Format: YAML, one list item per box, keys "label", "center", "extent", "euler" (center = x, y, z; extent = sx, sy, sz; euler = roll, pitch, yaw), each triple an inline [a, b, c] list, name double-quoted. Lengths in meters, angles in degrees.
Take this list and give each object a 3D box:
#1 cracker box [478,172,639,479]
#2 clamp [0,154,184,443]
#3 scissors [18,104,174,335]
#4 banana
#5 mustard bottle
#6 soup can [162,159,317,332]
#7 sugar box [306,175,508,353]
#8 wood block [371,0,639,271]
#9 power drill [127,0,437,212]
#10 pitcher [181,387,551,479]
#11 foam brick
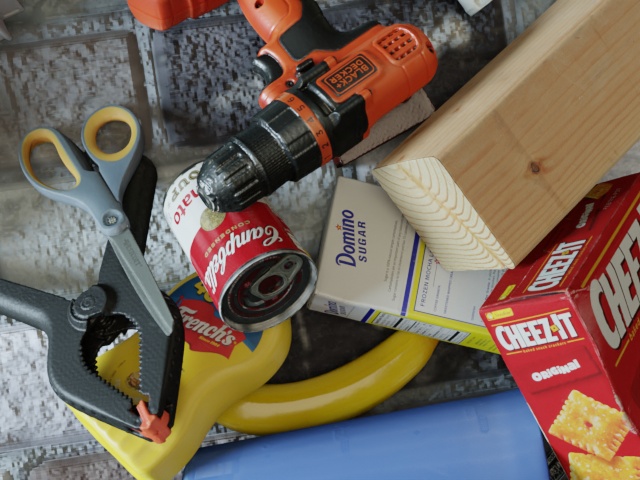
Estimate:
- label: "cracker box"
  center: [0.206, 0.086, 0.700]
  extent: [0.072, 0.164, 0.213]
  euler: [-17, 108, 39]
- label: "clamp"
  center: [-0.157, 0.051, 0.708]
  extent: [0.164, 0.036, 0.210]
  euler: [-28, 55, 2]
- label: "scissors"
  center: [-0.127, -0.027, 0.718]
  extent: [0.096, 0.016, 0.202]
  euler: [-41, 60, -18]
- label: "banana"
  center: [-0.004, 0.102, 0.765]
  extent: [0.197, 0.037, 0.069]
  euler: [-8, 92, -4]
- label: "mustard bottle"
  center: [-0.077, 0.072, 0.733]
  extent: [0.096, 0.058, 0.191]
  euler: [35, 69, 32]
- label: "soup can"
  center: [-0.055, 0.001, 0.698]
  extent: [0.068, 0.068, 0.102]
  euler: [-33, 51, -3]
- label: "sugar box"
  center: [0.085, 0.022, 0.757]
  extent: [0.176, 0.048, 0.093]
  euler: [13, 69, -2]
- label: "wood block"
  center: [0.148, -0.081, 0.716]
  extent: [0.206, 0.090, 0.091]
  euler: [-43, 104, -19]
- label: "power drill"
  center: [-0.045, -0.122, 0.705]
  extent: [0.184, 0.057, 0.188]
  euler: [-36, 69, -19]
- label: "pitcher"
  center: [0.034, 0.183, 0.709]
  extent: [0.243, 0.149, 0.145]
  euler: [-8, 68, 3]
- label: "foam brick"
  center: [0.035, -0.092, 0.758]
  extent: [0.078, 0.051, 0.053]
  euler: [-30, 93, -4]
